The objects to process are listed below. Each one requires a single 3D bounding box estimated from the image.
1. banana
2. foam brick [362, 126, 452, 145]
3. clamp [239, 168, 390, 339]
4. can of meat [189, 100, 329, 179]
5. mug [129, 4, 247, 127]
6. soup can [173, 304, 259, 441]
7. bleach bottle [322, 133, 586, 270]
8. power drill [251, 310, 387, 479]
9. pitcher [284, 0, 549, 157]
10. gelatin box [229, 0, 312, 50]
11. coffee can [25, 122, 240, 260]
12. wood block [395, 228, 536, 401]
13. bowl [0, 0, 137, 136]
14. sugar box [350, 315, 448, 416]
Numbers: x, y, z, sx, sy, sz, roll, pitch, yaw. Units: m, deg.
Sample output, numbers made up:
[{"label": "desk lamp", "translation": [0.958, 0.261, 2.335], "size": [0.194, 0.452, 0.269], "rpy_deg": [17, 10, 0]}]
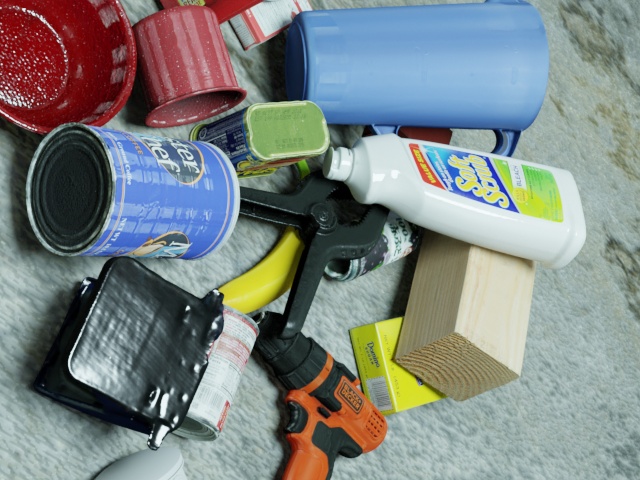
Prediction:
[{"label": "banana", "translation": [-0.040, 0.009, 1.011], "size": [0.069, 0.037, 0.197], "rpy_deg": [34, 55, -8]}, {"label": "foam brick", "translation": [0.095, -0.114, 1.146], "size": [0.078, 0.053, 0.051], "rpy_deg": [40, 56, -28]}, {"label": "clamp", "translation": [-0.003, -0.004, 0.988], "size": [0.209, 0.036, 0.164], "rpy_deg": [-18, 73, -36]}, {"label": "can of meat", "translation": [-0.055, -0.093, 0.987], "size": [0.101, 0.084, 0.057], "rpy_deg": [-11, 87, -43]}, {"label": "mug", "translation": [-0.118, -0.151, 0.940], "size": [0.117, 0.093, 0.081], "rpy_deg": [41, 32, -83]}, {"label": "soup can", "translation": [-0.100, 0.111, 0.908], "size": [0.068, 0.069, 0.102], "rpy_deg": [37, 58, -30]}, {"label": "bleach bottle", "translation": [0.124, -0.043, 1.016], "size": [0.250, 0.068, 0.102], "rpy_deg": [11, 52, -17]}, {"label": "power drill", "translation": [-0.029, 0.180, 0.961], "size": [0.184, 0.058, 0.187], "rpy_deg": [47, 53, -23]}, {"label": "pitcher", "translation": [0.092, -0.161, 1.056], "size": [0.242, 0.145, 0.149], "rpy_deg": [-3, 51, -14]}, {"label": "gelatin box", "translation": [-0.057, -0.239, 1.058], "size": [0.089, 0.030, 0.073], "rpy_deg": [-38, 104, -40]}, {"label": "coffee can", "translation": [-0.149, -0.036, 0.860], "size": [0.140, 0.103, 0.103], "rpy_deg": [3, 77, -53]}, {"label": "wood block", "translation": [0.154, 0.046, 1.082], "size": [0.090, 0.091, 0.206], "rpy_deg": [34, 49, -21]}, {"label": "bowl", "translation": [-0.232, -0.156, 0.864], "size": [0.161, 0.055, 0.162], "rpy_deg": [11, 72, -39]}, {"label": "sugar box", "translation": [0.115, 0.120, 1.111], "size": [0.175, 0.048, 0.093], "rpy_deg": [-9, 83, -41]}]
